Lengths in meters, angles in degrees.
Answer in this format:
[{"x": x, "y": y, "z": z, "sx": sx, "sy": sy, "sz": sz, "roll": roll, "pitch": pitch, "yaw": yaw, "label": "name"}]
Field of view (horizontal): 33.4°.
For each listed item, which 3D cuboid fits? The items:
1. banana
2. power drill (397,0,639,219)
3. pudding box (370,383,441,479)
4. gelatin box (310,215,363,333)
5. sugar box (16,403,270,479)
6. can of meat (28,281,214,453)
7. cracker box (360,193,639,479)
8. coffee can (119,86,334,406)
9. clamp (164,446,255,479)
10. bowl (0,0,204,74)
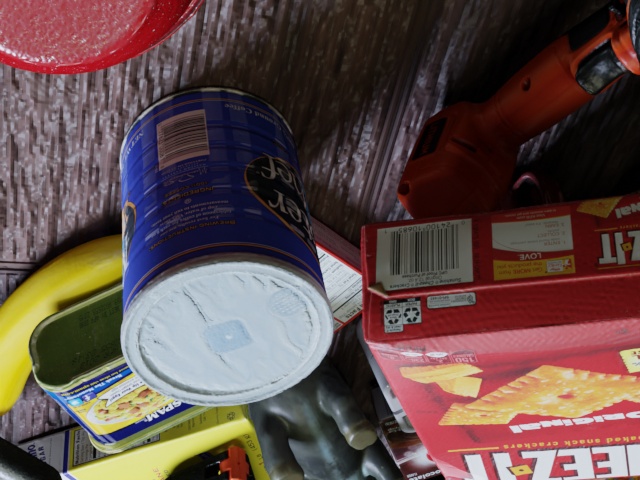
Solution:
[{"x": -0.162, "y": 0.049, "z": 0.657, "sx": 0.198, "sy": 0.037, "sz": 0.069, "roll": -35, "pitch": 127, "yaw": 21, "label": "banana"}, {"x": 0.123, "y": -0.071, "z": 0.517, "sx": 0.057, "sy": 0.184, "sz": 0.188, "roll": 46, "pitch": 123, "yaw": -9, "label": "power drill"}, {"x": 0.101, "y": 0.126, "z": 0.777, "sx": 0.113, "sy": 0.039, "sz": 0.090, "roll": -17, "pitch": 134, "yaw": 6, "label": "pudding box"}, {"x": -0.013, "y": 0.025, "z": 0.668, "sx": 0.073, "sy": 0.030, "sz": 0.089, "roll": -40, "pitch": 128, "yaw": 23, "label": "gelatin box"}, {"x": -0.119, "y": 0.161, "z": 0.763, "sx": 0.176, "sy": 0.048, "sz": 0.093, "roll": -20, "pitch": 133, "yaw": 6, "label": "sugar box"}, {"x": -0.111, "y": 0.071, "z": 0.635, "sx": 0.102, "sy": 0.057, "sz": 0.084, "roll": -25, "pitch": 143, "yaw": 0, "label": "can of meat"}, {"x": 0.124, "y": 0.062, "z": 0.550, "sx": 0.164, "sy": 0.072, "sz": 0.213, "roll": -6, "pitch": 148, "yaw": 15, "label": "cracker box"}, {"x": -0.054, "y": 0.001, "z": 0.561, "sx": 0.102, "sy": 0.140, "sz": 0.103, "roll": -6, "pitch": 133, "yaw": -6, "label": "coffee can"}, {"x": -0.084, "y": 0.209, "z": 0.757, "sx": 0.120, "sy": 0.039, "sz": 0.172, "roll": 20, "pitch": 130, "yaw": -33, "label": "clamp"}, {"x": -0.121, "y": -0.132, "z": 0.485, "sx": 0.162, "sy": 0.055, "sz": 0.162, "roll": -5, "pitch": 132, "yaw": -6, "label": "bowl"}]
